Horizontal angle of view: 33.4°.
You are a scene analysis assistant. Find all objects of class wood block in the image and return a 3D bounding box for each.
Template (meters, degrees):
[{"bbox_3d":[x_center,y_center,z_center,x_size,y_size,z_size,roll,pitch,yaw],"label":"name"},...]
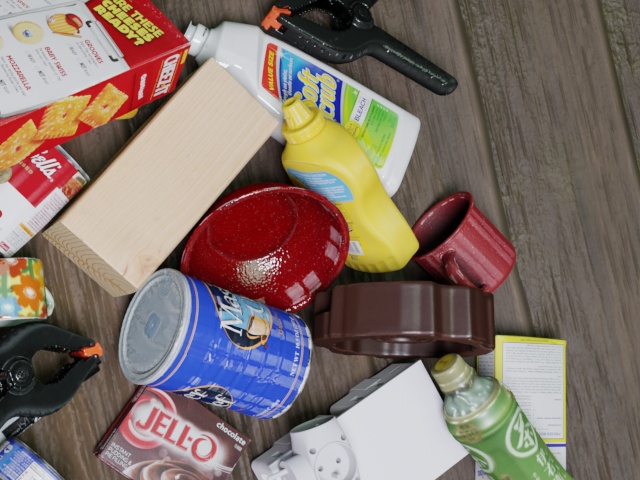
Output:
[{"bbox_3d":[-0.144,-0.056,0.971,0.090,0.090,0.206,43,69,-13],"label":"wood block"}]

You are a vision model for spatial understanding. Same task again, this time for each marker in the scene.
[{"bbox_3d":[-0.242,0.141,0.937,0.121,0.020,0.020,-40,100,-24],"label":"marker"}]

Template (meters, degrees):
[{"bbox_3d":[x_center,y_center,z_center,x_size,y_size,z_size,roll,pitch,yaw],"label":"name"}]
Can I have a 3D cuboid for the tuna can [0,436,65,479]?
[{"bbox_3d":[-0.241,0.204,0.892,0.086,0.086,0.033,48,65,-12],"label":"tuna can"}]

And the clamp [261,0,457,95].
[{"bbox_3d":[0.036,-0.229,1.081,0.209,0.036,0.164,2,64,-30],"label":"clamp"}]

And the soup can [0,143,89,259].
[{"bbox_3d":[-0.259,-0.041,0.918,0.102,0.069,0.068,-46,103,-11],"label":"soup can"}]

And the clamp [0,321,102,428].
[{"bbox_3d":[-0.258,0.103,0.862,0.171,0.039,0.120,-30,108,-46],"label":"clamp"}]

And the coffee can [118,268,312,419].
[{"bbox_3d":[-0.093,0.094,0.949,0.140,0.103,0.103,23,73,-35],"label":"coffee can"}]

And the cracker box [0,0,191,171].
[{"bbox_3d":[-0.245,-0.162,0.899,0.164,0.072,0.213,47,51,13],"label":"cracker box"}]

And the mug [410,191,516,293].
[{"bbox_3d":[0.145,0.016,1.085,0.093,0.117,0.081,-39,110,20],"label":"mug"}]

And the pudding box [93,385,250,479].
[{"bbox_3d":[-0.134,0.188,0.969,0.113,0.039,0.090,39,69,-15],"label":"pudding box"}]

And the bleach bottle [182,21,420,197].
[{"bbox_3d":[-0.027,-0.135,1.050,0.250,0.068,0.102,27,69,-17],"label":"bleach bottle"}]

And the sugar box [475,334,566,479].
[{"bbox_3d":[0.211,0.189,1.125,0.093,0.048,0.176,6,84,-24],"label":"sugar box"}]

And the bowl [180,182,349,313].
[{"bbox_3d":[-0.057,0.001,0.995,0.162,0.055,0.162,-11,132,-13],"label":"bowl"}]

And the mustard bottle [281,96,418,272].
[{"bbox_3d":[0.015,-0.055,1.007,0.058,0.096,0.191,-48,125,-24],"label":"mustard bottle"}]
